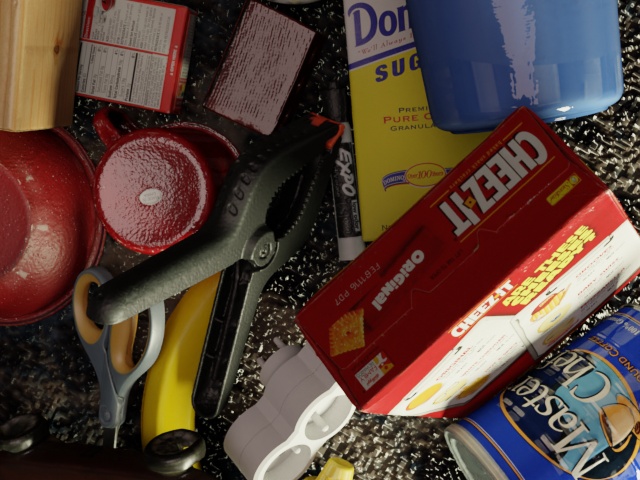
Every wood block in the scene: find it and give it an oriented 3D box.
[{"bbox_3d":[-0.206,-0.179,0.676,0.090,0.090,0.206,9,100,10],"label":"wood block"}]

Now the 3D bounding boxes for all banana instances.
[{"bbox_3d":[-0.091,0.112,0.747,0.069,0.037,0.198,0,96,-9],"label":"banana"}]

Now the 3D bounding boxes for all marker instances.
[{"bbox_3d":[0.015,-0.047,0.723,0.020,0.020,0.121,-6,94,9],"label":"marker"}]

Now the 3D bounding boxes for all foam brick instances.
[{"bbox_3d":[-0.036,-0.113,0.710,0.051,0.053,0.078,25,99,6],"label":"foam brick"}]

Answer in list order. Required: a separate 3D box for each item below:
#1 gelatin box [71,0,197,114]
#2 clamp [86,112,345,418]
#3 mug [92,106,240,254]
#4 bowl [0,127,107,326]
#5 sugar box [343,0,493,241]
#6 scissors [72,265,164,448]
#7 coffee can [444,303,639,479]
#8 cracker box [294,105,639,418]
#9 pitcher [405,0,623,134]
[{"bbox_3d":[-0.135,-0.131,0.735,0.089,0.030,0.073,12,98,8],"label":"gelatin box"},{"bbox_3d":[-0.054,0.001,0.670,0.036,0.164,0.210,25,79,29],"label":"clamp"},{"bbox_3d":[-0.108,-0.043,0.711,0.093,0.081,0.117,-39,88,10],"label":"mug"},{"bbox_3d":[-0.235,-0.016,0.748,0.162,0.055,0.162,1,95,8],"label":"bowl"},{"bbox_3d":[0.067,-0.091,0.698,0.093,0.048,0.176,-5,95,10],"label":"sugar box"},{"bbox_3d":[-0.157,0.105,0.759,0.096,0.016,0.202,39,120,31],"label":"scissors"},{"bbox_3d":[0.162,0.119,0.653,0.140,0.103,0.103,-33,89,-8],"label":"coffee can"},{"bbox_3d":[0.099,0.025,0.617,0.164,0.213,0.072,-44,66,11],"label":"cracker box"},{"bbox_3d":[0.091,-0.186,0.595,0.145,0.149,0.243,-8,98,14],"label":"pitcher"}]
